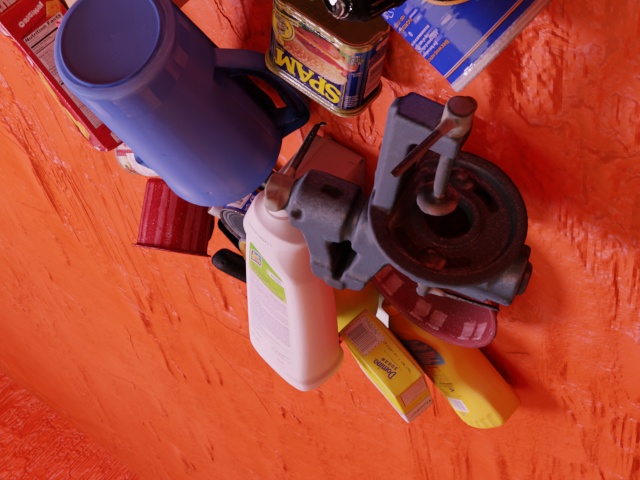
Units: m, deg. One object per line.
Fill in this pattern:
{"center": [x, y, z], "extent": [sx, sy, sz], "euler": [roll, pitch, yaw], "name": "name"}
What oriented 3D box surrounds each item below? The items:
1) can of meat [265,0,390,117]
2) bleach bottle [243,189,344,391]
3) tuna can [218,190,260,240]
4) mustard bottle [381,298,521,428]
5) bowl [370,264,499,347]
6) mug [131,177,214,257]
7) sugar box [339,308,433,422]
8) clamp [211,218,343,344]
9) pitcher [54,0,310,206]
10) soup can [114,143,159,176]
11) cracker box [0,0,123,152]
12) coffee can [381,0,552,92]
{"center": [0.006, -0.163, 0.869], "extent": [0.102, 0.057, 0.084], "euler": [36, 152, 15], "name": "can of meat"}
{"center": [-0.026, 0.038, 1.004], "extent": [0.103, 0.068, 0.251], "euler": [39, 152, 26], "name": "bleach bottle"}
{"center": [-0.066, -0.019, 1.167], "extent": [0.086, 0.033, 0.086], "euler": [30, 160, 12], "name": "tuna can"}
{"center": [0.125, 0.112, 1.125], "extent": [0.191, 0.058, 0.096], "euler": [50, 165, -14], "name": "mustard bottle"}
{"center": [0.113, 0.027, 1.012], "extent": [0.162, 0.055, 0.162], "euler": [34, 154, 19], "name": "bowl"}
{"center": [-0.161, -0.026, 1.249], "extent": [0.093, 0.081, 0.117], "euler": [8, 179, 33], "name": "mug"}
{"center": [0.074, 0.139, 1.149], "extent": [0.093, 0.048, 0.176], "euler": [49, 173, 20], "name": "sugar box"}
{"center": [-0.048, 0.048, 1.274], "extent": [0.209, 0.036, 0.164], "euler": [38, -167, -20], "name": "clamp"}
{"center": [-0.121, -0.131, 0.945], "extent": [0.145, 0.149, 0.242], "euler": [36, 177, 23], "name": "pitcher"}
{"center": [-0.184, -0.107, 1.231], "extent": [0.102, 0.068, 0.068], "euler": [8, 138, 51], "name": "soup can"}
{"center": [-0.290, -0.203, 1.183], "extent": [0.213, 0.072, 0.164], "euler": [52, 172, -21], "name": "cracker box"}
{"center": [0.074, -0.180, 0.681], "extent": [0.140, 0.102, 0.103], "euler": [44, 156, -2], "name": "coffee can"}
